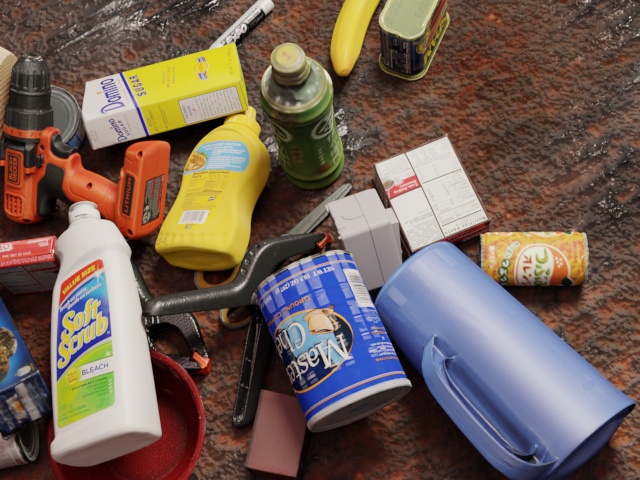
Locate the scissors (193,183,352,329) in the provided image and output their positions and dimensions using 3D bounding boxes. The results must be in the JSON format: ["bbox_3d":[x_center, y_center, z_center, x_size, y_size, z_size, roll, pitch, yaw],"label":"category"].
[{"bbox_3d":[-0.057,0.001,1.132,0.096,0.016,0.201,28,74,16],"label":"scissors"}]

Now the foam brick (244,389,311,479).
[{"bbox_3d":[-0.038,0.191,1.035,0.051,0.053,0.078,8,71,9],"label":"foam brick"}]

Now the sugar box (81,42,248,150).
[{"bbox_3d":[-0.171,-0.159,1.170,0.176,0.048,0.093,-13,37,0],"label":"sugar box"}]

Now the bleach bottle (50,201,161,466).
[{"bbox_3d":[-0.220,0.081,1.025,0.103,0.068,0.251,-23,63,18],"label":"bleach bottle"}]

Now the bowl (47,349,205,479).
[{"bbox_3d":[-0.181,0.190,1.043,0.162,0.055,0.162,-4,70,12],"label":"bowl"}]

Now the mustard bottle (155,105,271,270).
[{"bbox_3d":[-0.103,-0.062,1.131,0.096,0.058,0.191,-2,59,31],"label":"mustard bottle"}]

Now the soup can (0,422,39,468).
[{"bbox_3d":[-0.339,0.197,1.056,0.102,0.068,0.068,-12,68,1],"label":"soup can"}]

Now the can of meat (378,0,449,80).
[{"bbox_3d":[0.103,-0.242,1.175,0.057,0.084,0.102,21,72,14],"label":"can of meat"}]

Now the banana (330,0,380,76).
[{"bbox_3d":[0.053,-0.269,1.204,0.037,0.070,0.197,33,79,-22],"label":"banana"}]

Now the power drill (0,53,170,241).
[{"bbox_3d":[-0.249,-0.088,1.110,0.188,0.057,0.184,18,115,21],"label":"power drill"}]

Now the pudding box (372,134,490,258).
[{"bbox_3d":[0.115,-0.044,1.120,0.090,0.039,0.113,-21,70,-3],"label":"pudding box"}]

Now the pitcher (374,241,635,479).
[{"bbox_3d":[0.158,0.118,0.997,0.145,0.149,0.243,-40,67,-10],"label":"pitcher"}]

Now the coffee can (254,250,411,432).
[{"bbox_3d":[0.011,0.094,0.999,0.103,0.103,0.140,-23,72,-3],"label":"coffee can"}]

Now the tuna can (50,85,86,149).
[{"bbox_3d":[-0.308,-0.129,1.200,0.086,0.034,0.086,-2,68,5],"label":"tuna can"}]

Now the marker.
[{"bbox_3d":[-0.101,-0.236,1.229,0.020,0.020,0.121,40,78,19],"label":"marker"}]

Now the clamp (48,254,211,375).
[{"bbox_3d":[-0.181,0.078,1.103,0.171,0.039,0.120,23,77,8],"label":"clamp"}]

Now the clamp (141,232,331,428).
[{"bbox_3d":[-0.059,0.073,1.071,0.209,0.036,0.164,-39,112,-26],"label":"clamp"}]

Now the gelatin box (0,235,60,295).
[{"bbox_3d":[-0.298,0.027,1.108,0.073,0.089,0.030,-7,68,3],"label":"gelatin box"}]
